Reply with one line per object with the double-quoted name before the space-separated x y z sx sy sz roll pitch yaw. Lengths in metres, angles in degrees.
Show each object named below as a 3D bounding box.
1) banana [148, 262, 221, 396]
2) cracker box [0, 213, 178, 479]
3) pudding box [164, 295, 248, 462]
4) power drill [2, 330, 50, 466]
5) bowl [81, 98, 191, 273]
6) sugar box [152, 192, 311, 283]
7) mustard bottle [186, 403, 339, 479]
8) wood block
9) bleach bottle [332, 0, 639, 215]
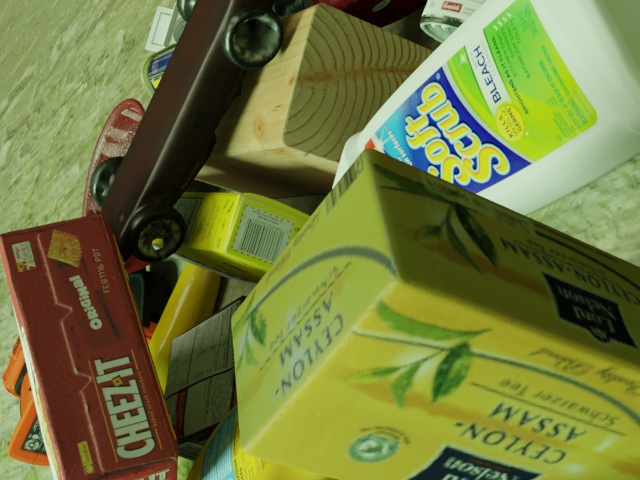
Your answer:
"banana" -0.126 0.091 0.852 0.198 0.037 0.070 -59 31 20
"cracker box" -0.144 0.108 0.683 0.214 0.072 0.164 106 145 -59
"pudding box" -0.070 0.099 0.744 0.114 0.039 0.090 -30 47 49
"power drill" -0.270 0.120 1.077 0.185 0.057 0.188 -64 25 20
"bowl" -0.155 -0.039 0.925 0.162 0.055 0.162 -26 59 56
"sugar box" -0.055 0.001 0.721 0.176 0.093 0.048 0 69 62
"mustard bottle" -0.031 0.133 0.625 0.192 0.058 0.096 -48 37 36
"wood block" -0.024 -0.085 0.723 0.206 0.090 0.090 -1 73 62
"bleach bottle" 0.077 -0.043 0.534 0.251 0.067 0.102 -41 70 52
